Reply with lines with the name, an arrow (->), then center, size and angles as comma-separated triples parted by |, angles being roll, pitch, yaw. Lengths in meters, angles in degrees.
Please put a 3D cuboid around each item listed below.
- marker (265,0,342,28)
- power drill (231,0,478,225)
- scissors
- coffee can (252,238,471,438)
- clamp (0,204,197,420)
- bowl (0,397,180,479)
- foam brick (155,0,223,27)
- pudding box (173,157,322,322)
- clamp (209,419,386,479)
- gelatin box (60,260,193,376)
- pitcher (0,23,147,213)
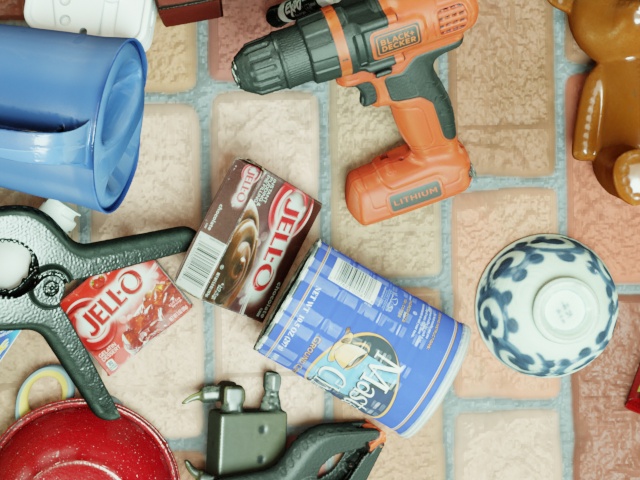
marker -> -0.014, -0.183, 0.831 | 0.020, 0.121, 0.020 | -1, 92, -24
power drill -> 0.039, -0.100, 0.812 | 0.184, 0.057, 0.187 | -18, 135, -1
scissors -> -0.255, 0.179, 0.871 | 0.201, 0.016, 0.096 | -34, 95, -3
coffee can -> 0.032, 0.077, 0.842 | 0.140, 0.103, 0.103 | 30, 89, -3
clamp -> -0.204, 0.043, 0.797 | 0.209, 0.036, 0.164 | 18, 91, -31
bowl -> -0.191, 0.210, 0.845 | 0.162, 0.055, 0.162 | -1, 97, -8
foam brick -> -0.106, -0.204, 0.846 | 0.051, 0.078, 0.053 | -12, 93, -3
pudding box -> -0.056, 0.001, 0.844 | 0.039, 0.089, 0.113 | 29, 91, 35
clamp -> -0.018, 0.210, 0.860 | 0.171, 0.039, 0.120 | -24, 123, -19
gelatin box -> -0.160, 0.054, 0.869 | 0.089, 0.030, 0.073 | -39, 92, -2
pitcher -> -0.261, -0.103, 0.800 | 0.243, 0.149, 0.145 | 10, 65, 4
